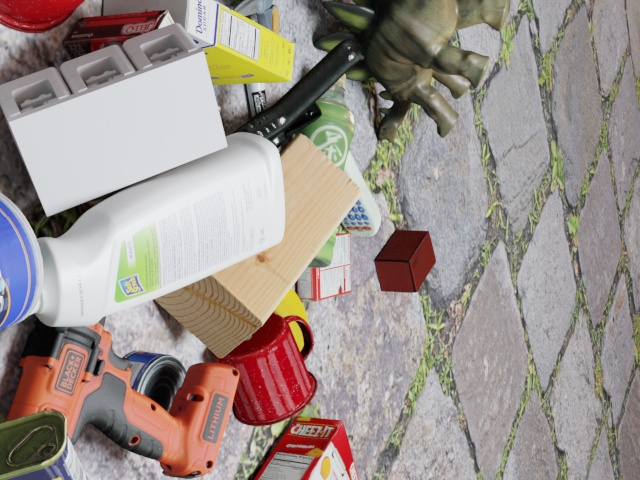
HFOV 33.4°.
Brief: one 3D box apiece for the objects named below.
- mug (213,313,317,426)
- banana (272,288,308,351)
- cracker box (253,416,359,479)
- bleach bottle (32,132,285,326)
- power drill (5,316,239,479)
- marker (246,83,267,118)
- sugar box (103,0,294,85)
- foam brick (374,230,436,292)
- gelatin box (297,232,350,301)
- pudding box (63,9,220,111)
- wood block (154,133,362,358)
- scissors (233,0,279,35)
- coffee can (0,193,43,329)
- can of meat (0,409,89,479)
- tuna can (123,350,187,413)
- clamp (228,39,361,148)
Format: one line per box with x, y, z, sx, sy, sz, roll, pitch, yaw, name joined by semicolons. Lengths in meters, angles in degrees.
-0.051;0.121;1.086;0.117;0.093;0.081;-37;121;-31;mug
-0.053;0.072;1.139;0.197;0.037;0.069;60;42;-44;banana
-0.029;0.323;1.167;0.213;0.072;0.164;-52;136;-48;cracker box
-0.137;-0.004;0.831;0.250;0.068;0.102;-25;120;-41;bleach bottle
-0.157;0.107;0.884;0.187;0.057;0.184;31;66;-36;power drill
-0.061;-0.114;1.128;0.020;0.020;0.121;-37;124;-55;marker
-0.106;-0.180;0.964;0.176;0.093;0.048;7;85;-61;sugar box
0.114;0.027;1.427;0.078;0.051;0.053;-50;133;-48;foam brick
0.004;0.030;1.248;0.089;0.030;0.073;-10;100;-61;gelatin box
-0.147;-0.137;0.894;0.113;0.090;0.039;61;41;-45;pudding box
-0.057;0.001;1.026;0.091;0.090;0.205;43;48;-6;wood block
-0.061;-0.220;1.065;0.201;0.016;0.096;-74;166;-56;scissors
-0.263;0.029;0.682;0.140;0.103;0.103;-30;118;-57;coffee can
-0.221;0.181;0.776;0.057;0.102;0.084;-111;-174;-57;can of meat
-0.154;0.143;0.962;0.086;0.034;0.086;-8;99;-61;tuna can
-0.054;-0.105;1.057;0.210;0.036;0.165;-41;177;-14;clamp
